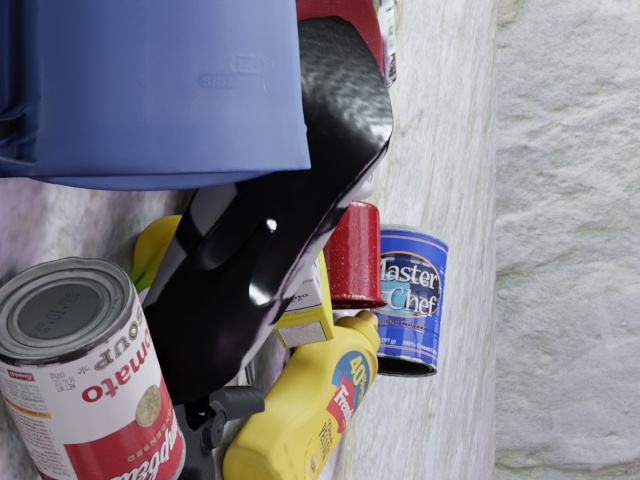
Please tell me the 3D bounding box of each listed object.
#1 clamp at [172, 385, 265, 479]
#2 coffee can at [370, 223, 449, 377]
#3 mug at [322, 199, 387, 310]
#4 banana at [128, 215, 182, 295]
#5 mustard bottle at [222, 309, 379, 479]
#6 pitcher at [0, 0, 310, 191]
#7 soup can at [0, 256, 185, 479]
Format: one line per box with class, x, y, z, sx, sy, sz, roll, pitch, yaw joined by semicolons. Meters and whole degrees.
clamp;-0.078;0.122;0.648;0.171;0.039;0.120;59;35;-58
coffee can;0.078;0.065;1.122;0.102;0.103;0.140;55;40;-67
mug;0.006;0.014;0.877;0.117;0.093;0.081;141;-50;-76
banana;-0.074;0.027;0.658;0.069;0.037;0.197;-56;157;-5
mustard bottle;-0.003;0.122;0.814;0.191;0.058;0.096;-54;148;-41
pitcher;-0.081;-0.141;0.436;0.149;0.145;0.243;-61;149;-85
soup can;-0.103;0.066;0.475;0.068;0.068;0.102;-70;158;-49
